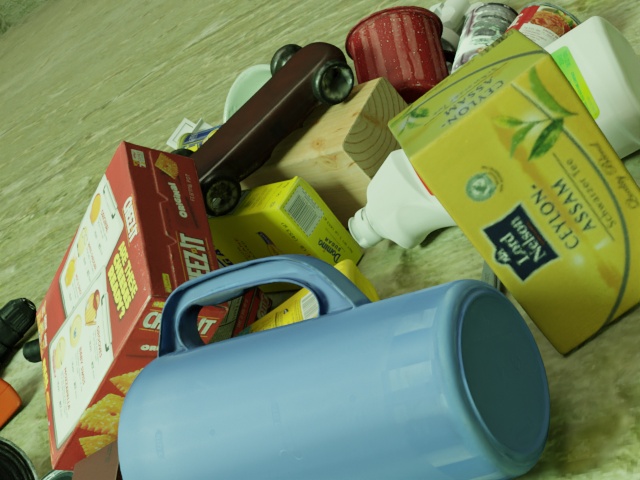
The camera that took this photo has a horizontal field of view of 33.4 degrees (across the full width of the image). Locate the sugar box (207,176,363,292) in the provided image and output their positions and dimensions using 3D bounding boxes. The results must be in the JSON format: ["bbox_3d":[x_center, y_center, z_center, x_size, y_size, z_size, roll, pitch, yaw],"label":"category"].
[{"bbox_3d":[-0.056,0.001,0.931,0.177,0.093,0.048,-12,36,47],"label":"sugar box"}]

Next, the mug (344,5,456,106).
[{"bbox_3d":[0.085,-0.152,0.976,0.093,0.117,0.081,131,136,-54],"label":"mug"}]

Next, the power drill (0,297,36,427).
[{"bbox_3d":[-0.377,0.154,1.178,0.184,0.057,0.188,-47,23,-4],"label":"power drill"}]

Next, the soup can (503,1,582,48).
[{"bbox_3d":[0.166,-0.135,0.869,0.102,0.068,0.069,-52,27,-22],"label":"soup can"}]

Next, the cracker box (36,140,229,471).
[{"bbox_3d":[-0.155,0.057,0.843,0.214,0.072,0.164,-55,38,35],"label":"cracker box"}]

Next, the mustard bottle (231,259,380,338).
[{"bbox_3d":[-0.040,0.096,0.798,0.192,0.058,0.096,-34,28,13],"label":"mustard bottle"}]

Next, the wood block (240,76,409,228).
[{"bbox_3d":[-0.008,-0.066,0.970,0.207,0.090,0.090,-12,40,46],"label":"wood block"}]

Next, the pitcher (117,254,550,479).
[{"bbox_3d":[0.002,0.094,0.629,0.243,0.149,0.145,-21,36,35],"label":"pitcher"}]

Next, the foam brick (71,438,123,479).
[{"bbox_3d":[-0.155,0.198,0.804,0.053,0.051,0.078,-32,27,17],"label":"foam brick"}]

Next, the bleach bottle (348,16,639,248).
[{"bbox_3d":[0.125,-0.057,0.797,0.251,0.068,0.102,-33,58,30],"label":"bleach bottle"}]
